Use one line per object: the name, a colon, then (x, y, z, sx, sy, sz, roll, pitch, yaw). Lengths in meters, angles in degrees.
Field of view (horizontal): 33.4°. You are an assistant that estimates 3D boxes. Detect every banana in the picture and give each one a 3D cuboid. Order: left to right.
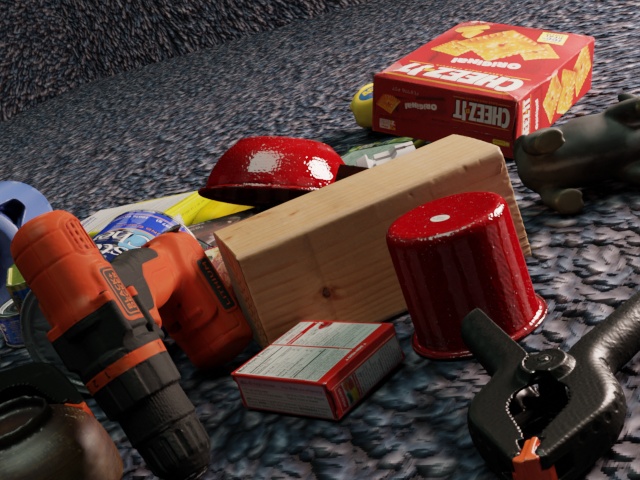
banana: (-0.087, -0.039, 1.155, 0.070, 0.037, 0.197, -13, 20, 32)

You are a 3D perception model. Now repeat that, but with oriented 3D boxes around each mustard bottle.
mustard bottle: (0.096, -0.170, 1.333, 0.096, 0.058, 0.192, -24, 16, -27)

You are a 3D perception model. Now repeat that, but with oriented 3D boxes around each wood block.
wood block: (0.037, 0.003, 0.793, 0.206, 0.091, 0.090, -22, 17, -11)

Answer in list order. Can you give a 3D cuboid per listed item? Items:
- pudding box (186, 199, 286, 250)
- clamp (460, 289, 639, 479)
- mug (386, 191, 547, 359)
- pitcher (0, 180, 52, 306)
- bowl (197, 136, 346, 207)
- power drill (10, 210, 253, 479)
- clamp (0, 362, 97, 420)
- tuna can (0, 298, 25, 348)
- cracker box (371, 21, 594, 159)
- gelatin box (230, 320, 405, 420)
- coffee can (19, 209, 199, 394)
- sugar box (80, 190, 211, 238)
pudding box: (-0.056, 0.001, 0.950, 0.113, 0.039, 0.090, -20, 23, -29)
clamp: (0.130, 0.072, 0.559, 0.120, 0.039, 0.171, -19, 22, 17)
mug: (0.096, 0.015, 0.703, 0.093, 0.081, 0.117, -10, 19, 30)
pitcher: (-0.377, 0.011, 1.203, 0.149, 0.145, 0.243, -8, 12, -3)
bowl: (-0.036, -0.065, 1.029, 0.162, 0.055, 0.162, 4, -5, 0)
power drill: (-0.106, 0.061, 0.703, 0.057, 0.184, 0.187, -33, -5, 12)
clamp: (-0.254, 0.133, 0.776, 0.210, 0.036, 0.164, 4, 42, 33)
tuna can: (-0.269, 0.069, 1.031, 0.086, 0.034, 0.086, -18, 16, 5)
cracker box: (0.177, -0.169, 1.139, 0.164, 0.072, 0.213, 14, 32, 30)
gelatin box: (-0.002, 0.082, 0.691, 0.089, 0.030, 0.073, -3, 25, 45)
coffee can: (-0.163, 0.046, 0.861, 0.103, 0.103, 0.140, -14, 17, 19)
sugar box: (-0.211, -0.010, 1.199, 0.177, 0.048, 0.093, -11, 18, 39)
